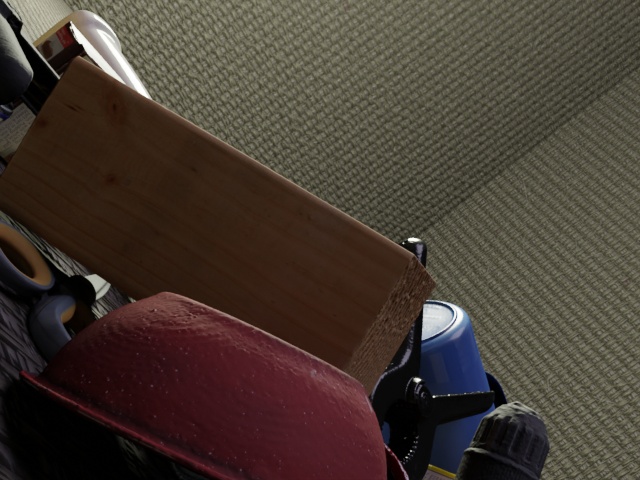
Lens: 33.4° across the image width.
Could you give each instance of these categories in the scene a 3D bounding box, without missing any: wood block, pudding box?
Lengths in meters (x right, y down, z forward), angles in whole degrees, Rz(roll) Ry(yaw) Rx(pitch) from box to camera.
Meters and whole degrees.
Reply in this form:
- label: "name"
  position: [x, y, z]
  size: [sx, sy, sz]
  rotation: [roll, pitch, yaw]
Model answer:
- label: "wood block"
  position: [-0.054, 0.001, 0.554]
  size: [0.206, 0.090, 0.090]
  rotation: [31, -2, 16]
- label: "pudding box"
  position: [-0.164, -0.075, 0.705]
  size: [0.039, 0.090, 0.113]
  rotation: [53, 1, 37]

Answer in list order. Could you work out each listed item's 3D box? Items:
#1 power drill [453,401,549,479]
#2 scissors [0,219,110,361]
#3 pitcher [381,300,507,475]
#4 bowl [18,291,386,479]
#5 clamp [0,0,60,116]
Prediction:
- label: "power drill"
  position: [0.086, 0.198, 0.618]
  size: [0.057, 0.184, 0.187]
  rotation: [21, -19, 21]
- label: "scissors"
  position: [-0.141, 0.015, 0.564]
  size: [0.096, 0.016, 0.202]
  rotation: [53, 0, -18]
- label: "pitcher"
  position: [0.109, 0.177, 0.956]
  size: [0.149, 0.145, 0.243]
  rotation: [-95, 171, -71]
- label: "bowl"
  position: [-0.035, 0.064, 0.428]
  size: [0.162, 0.055, 0.162]
  rotation: [25, -10, 4]
- label: "clamp"
  position: [-0.186, -0.119, 0.590]
  size: [0.171, 0.039, 0.120]
  rotation: [49, -6, 8]
